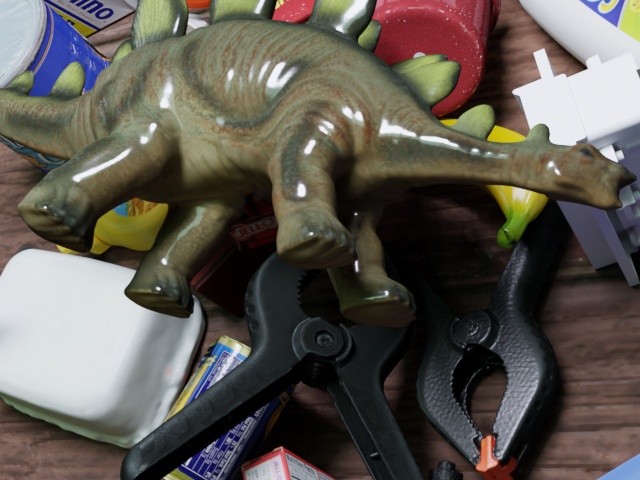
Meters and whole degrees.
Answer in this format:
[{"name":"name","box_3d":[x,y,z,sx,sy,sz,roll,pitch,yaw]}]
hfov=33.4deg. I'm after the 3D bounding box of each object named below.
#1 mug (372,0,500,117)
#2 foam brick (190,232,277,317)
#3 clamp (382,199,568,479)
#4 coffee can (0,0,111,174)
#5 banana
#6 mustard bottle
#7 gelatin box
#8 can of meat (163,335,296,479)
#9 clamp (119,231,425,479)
[{"name":"mug","box_3d":[0.056,-0.123,0.669,0.117,0.093,0.081,-41,22,35]},{"name":"foam brick","box_3d":[-0.055,0.001,0.706,0.078,0.053,0.051,-47,50,0]},{"name":"clamp","box_3d":[0.098,0.048,0.594,0.120,0.039,0.171,-29,50,22]},{"name":"coffee can","box_3d":[-0.203,-0.109,0.802,0.103,0.140,0.103,-15,58,25]},{"name":"banana","box_3d":[0.077,-0.048,0.639,0.069,0.037,0.198,-22,25,-21]},{"name":"mustard bottle","box_3d":[-0.112,-0.048,0.765,0.192,0.058,0.096,-34,52,12]},{"name":"gelatin box","box_3d":[-0.006,0.164,0.571,0.030,0.073,0.089,-29,53,15]},{"name":"can of meat","box_3d":[-0.060,0.105,0.624,0.057,0.102,0.084,32,78,-5]},{"name":"clamp","box_3d":[-0.011,0.064,0.569,0.164,0.036,0.210,10,53,-7]}]
